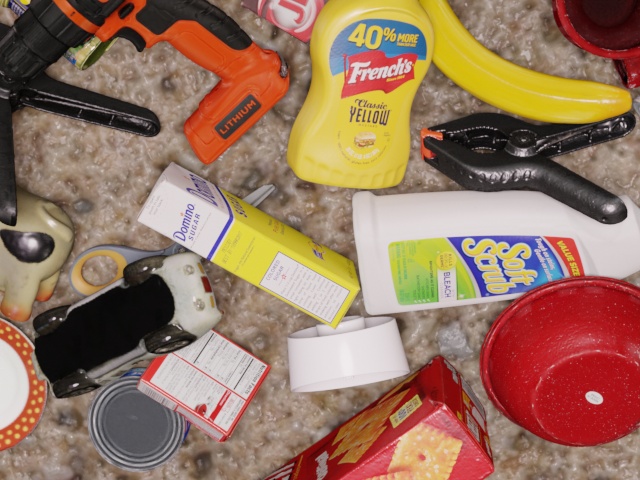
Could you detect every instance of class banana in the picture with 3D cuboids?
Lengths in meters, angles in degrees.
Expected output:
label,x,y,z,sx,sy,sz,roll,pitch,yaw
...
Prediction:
label,x,y,z,sx,sy,sz,roll,pitch,yaw
banana,0.144,-0.138,0.836,0.198,0.037,0.070,37,121,10

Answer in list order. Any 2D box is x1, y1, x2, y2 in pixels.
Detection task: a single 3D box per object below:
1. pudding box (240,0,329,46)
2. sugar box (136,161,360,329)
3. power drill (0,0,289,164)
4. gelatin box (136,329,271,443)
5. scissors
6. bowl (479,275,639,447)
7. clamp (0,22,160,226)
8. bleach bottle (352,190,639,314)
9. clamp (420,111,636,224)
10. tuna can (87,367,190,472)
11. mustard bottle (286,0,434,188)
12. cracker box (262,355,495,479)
label,x,y,z,sx,sy,sz,roll,pitch,yaw
pudding box,0.003,-0.214,0.851,0.090,0.039,0.113,30,101,0
sugar box,-0.055,0.001,0.852,0.176,0.093,0.048,31,99,-8
power drill,-0.131,-0.146,0.828,0.184,0.057,0.187,-40,120,14
gelatin box,-0.098,0.116,0.900,0.089,0.030,0.073,33,61,-1
scissors,-0.137,0.002,0.911,0.096,0.016,0.202,39,100,-1
bowl,0.210,0.110,0.848,0.162,0.055,0.162,1,119,1
clamp,-0.244,-0.122,0.870,0.210,0.164,0.036,49,144,14
bleach bottle,0.155,-0.001,0.850,0.251,0.068,0.102,-7,125,5
clamp,0.163,-0.060,0.831,0.171,0.120,0.039,-1,130,9
tuna can,-0.156,0.155,0.928,0.086,0.033,0.086,1,99,6
mustard bottle,0.037,-0.137,0.824,0.096,0.058,0.192,4,115,-19
cracker box,0.030,0.190,0.849,0.214,0.164,0.072,-36,92,9
